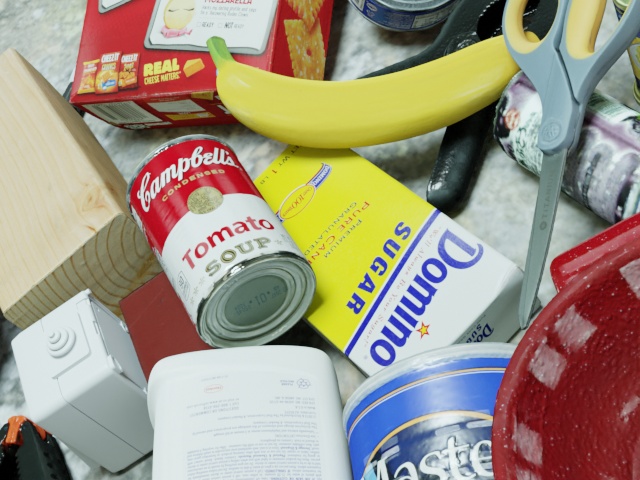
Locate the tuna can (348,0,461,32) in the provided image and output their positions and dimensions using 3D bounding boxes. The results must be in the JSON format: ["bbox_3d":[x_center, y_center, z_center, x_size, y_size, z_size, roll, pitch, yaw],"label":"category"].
[{"bbox_3d":[0.055,-0.177,0.668,0.086,0.034,0.086,0,81,-2],"label":"tuna can"}]

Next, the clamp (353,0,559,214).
[{"bbox_3d":[0.081,-0.104,0.638,0.120,0.039,0.171,36,80,30],"label":"clamp"}]

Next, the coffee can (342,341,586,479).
[{"bbox_3d":[0.069,0.128,0.443,0.103,0.102,0.140,-21,51,15],"label":"coffee can"}]

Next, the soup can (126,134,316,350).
[{"bbox_3d":[-0.054,0.001,0.565,0.068,0.068,0.102,-37,52,2],"label":"soup can"}]

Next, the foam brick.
[{"bbox_3d":[-0.071,0.058,0.603,0.051,0.053,0.078,-34,49,5],"label":"foam brick"}]

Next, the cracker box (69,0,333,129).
[{"bbox_3d":[-0.071,-0.186,0.723,0.164,0.072,0.213,-1,75,31],"label":"cracker box"}]

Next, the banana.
[{"bbox_3d":[0.022,-0.085,0.599,0.198,0.037,0.069,3,83,14],"label":"banana"}]

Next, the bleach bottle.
[{"bbox_3d":[-0.031,0.152,0.456,0.102,0.068,0.251,-6,37,1],"label":"bleach bottle"}]

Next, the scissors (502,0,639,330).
[{"bbox_3d":[0.109,-0.062,0.537,0.096,0.016,0.202,25,94,54],"label":"scissors"}]

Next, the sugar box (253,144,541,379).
[{"bbox_3d":[0.024,0.013,0.586,0.093,0.048,0.176,-47,48,-6],"label":"sugar box"}]

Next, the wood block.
[{"bbox_3d":[-0.176,-0.024,0.694,0.091,0.090,0.206,-40,49,-1],"label":"wood block"}]
